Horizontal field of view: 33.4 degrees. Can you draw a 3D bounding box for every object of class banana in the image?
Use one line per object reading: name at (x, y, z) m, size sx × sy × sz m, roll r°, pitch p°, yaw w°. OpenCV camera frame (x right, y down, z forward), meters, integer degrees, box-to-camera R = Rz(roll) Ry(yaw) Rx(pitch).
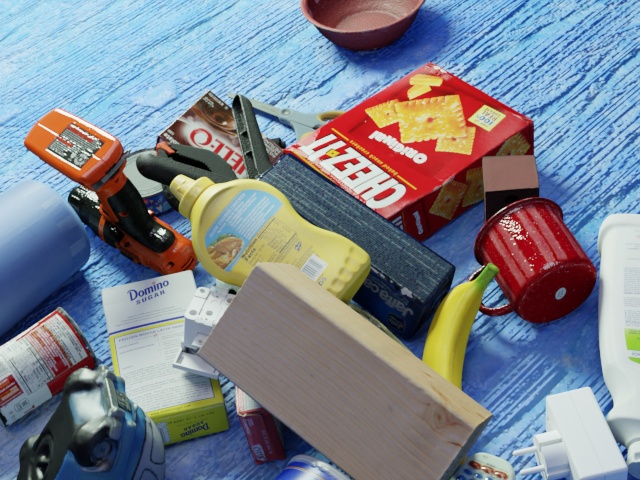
banana at (0.113, 0.110, 0.925) m, size 0.037 × 0.070 × 0.197 m, roll 23°, pitch 56°, yaw -12°

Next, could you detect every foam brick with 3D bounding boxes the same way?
foam brick at (0.187, -0.038, 1.051) m, size 0.053 × 0.078 × 0.051 m, roll -3°, pitch 42°, yaw 9°

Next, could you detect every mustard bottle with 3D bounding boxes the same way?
mustard bottle at (-0.056, 0.001, 0.950) m, size 0.192 × 0.058 × 0.096 m, roll 36°, pitch 80°, yaw 12°

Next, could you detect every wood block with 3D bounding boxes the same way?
wood block at (0.020, 0.112, 0.830) m, size 0.206 × 0.090 × 0.091 m, roll 36°, pitch 98°, yaw 16°

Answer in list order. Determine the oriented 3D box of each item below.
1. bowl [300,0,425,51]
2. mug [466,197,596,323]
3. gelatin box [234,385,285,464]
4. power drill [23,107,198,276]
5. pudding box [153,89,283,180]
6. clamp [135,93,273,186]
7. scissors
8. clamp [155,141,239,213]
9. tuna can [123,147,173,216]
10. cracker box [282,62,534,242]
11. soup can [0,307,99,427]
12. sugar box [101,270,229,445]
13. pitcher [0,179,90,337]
bowl at (0.058, -0.289, 1.354) m, size 0.162 × 0.055 × 0.162 m, roll -6°, pitch 44°, yaw 6°
mug at (0.189, 0.027, 0.981) m, size 0.117 × 0.093 × 0.081 m, roll -31°, pitch 49°, yaw 7°
gelatin box at (-0.054, 0.136, 0.925) m, size 0.030 × 0.073 × 0.089 m, roll -11°, pitch 44°, yaw 2°
power drill at (-0.219, -0.049, 1.073) m, size 0.185 × 0.187 × 0.057 m, roll 27°, pitch 70°, yaw 31°
pudding box at (-0.111, -0.098, 1.172) m, size 0.113 × 0.039 × 0.090 m, roll 38°, pitch 57°, yaw 5°
clamp at (-0.073, -0.045, 1.070) m, size 0.164 × 0.036 × 0.210 m, roll -31°, pitch 76°, yaw -39°
scissors at (-0.040, -0.131, 1.240) m, size 0.202 × 0.016 × 0.096 m, roll 11°, pitch 48°, yaw 22°
clamp at (-0.097, -0.045, 1.110) m, size 0.120 × 0.039 × 0.171 m, roll -35°, pitch 79°, yaw -35°
tuna can at (-0.191, -0.065, 1.191) m, size 0.086 × 0.034 × 0.086 m, roll -6°, pitch 44°, yaw 6°
cracker box at (0.093, -0.089, 1.126) m, size 0.213 × 0.072 × 0.164 m, roll -33°, pitch 48°, yaw -20°
soup can at (-0.268, 0.118, 0.994) m, size 0.102 × 0.068 × 0.069 m, roll -34°, pitch 48°, yaw -22°
sugar box at (-0.147, 0.108, 0.993) m, size 0.093 × 0.048 × 0.176 m, roll -12°, pitch 40°, yaw -8°
pitcher at (-0.355, 0.046, 1.056) m, size 0.149 × 0.145 × 0.242 m, roll 33°, pitch 54°, yaw 23°
